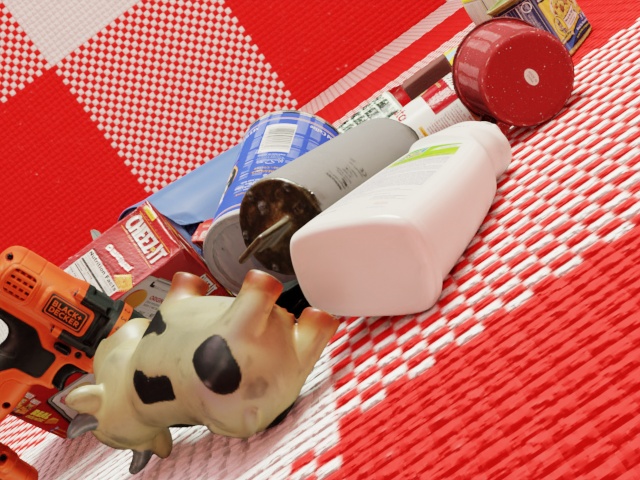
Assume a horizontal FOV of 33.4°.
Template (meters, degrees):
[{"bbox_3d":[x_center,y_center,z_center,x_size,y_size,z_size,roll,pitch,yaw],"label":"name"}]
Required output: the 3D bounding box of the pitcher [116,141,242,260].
[{"bbox_3d":[-0.126,-0.032,1.297,0.149,0.145,0.242,22,41,27],"label":"pitcher"}]

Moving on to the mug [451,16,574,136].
[{"bbox_3d":[0.160,-0.130,0.906,0.081,0.093,0.117,-111,43,-75],"label":"mug"}]

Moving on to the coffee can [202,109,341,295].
[{"bbox_3d":[-0.034,-0.030,0.913,0.103,0.102,0.140,-30,29,33],"label":"coffee can"}]

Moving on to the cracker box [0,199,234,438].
[{"bbox_3d":[-0.197,0.077,0.966,0.213,0.072,0.164,-38,-25,-2],"label":"cracker box"}]

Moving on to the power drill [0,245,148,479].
[{"bbox_3d":[-0.216,0.122,0.855,0.187,0.184,0.057,-56,11,1],"label":"power drill"}]

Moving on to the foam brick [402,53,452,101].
[{"bbox_3d":[0.124,-0.140,1.070,0.053,0.078,0.051,-34,11,12],"label":"foam brick"}]

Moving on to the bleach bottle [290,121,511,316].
[{"bbox_3d":[0.081,-0.032,0.750,0.103,0.068,0.250,-6,21,33],"label":"bleach bottle"}]

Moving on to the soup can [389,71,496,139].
[{"bbox_3d":[0.112,-0.108,0.991,0.102,0.068,0.068,-36,10,6],"label":"soup can"}]

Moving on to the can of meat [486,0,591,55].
[{"bbox_3d":[0.228,-0.228,1.099,0.058,0.084,0.102,-28,13,42],"label":"can of meat"}]
